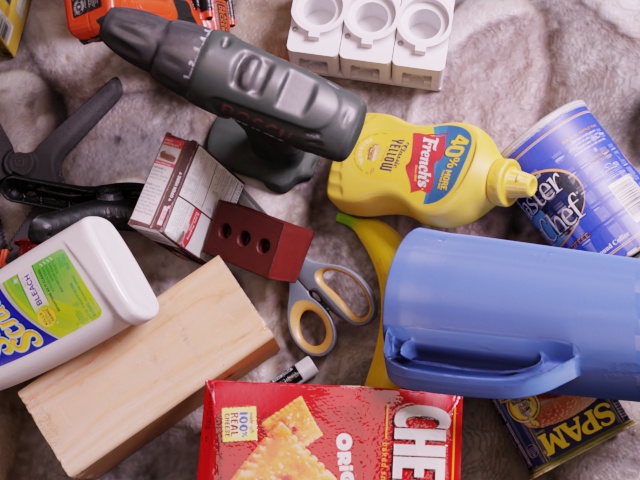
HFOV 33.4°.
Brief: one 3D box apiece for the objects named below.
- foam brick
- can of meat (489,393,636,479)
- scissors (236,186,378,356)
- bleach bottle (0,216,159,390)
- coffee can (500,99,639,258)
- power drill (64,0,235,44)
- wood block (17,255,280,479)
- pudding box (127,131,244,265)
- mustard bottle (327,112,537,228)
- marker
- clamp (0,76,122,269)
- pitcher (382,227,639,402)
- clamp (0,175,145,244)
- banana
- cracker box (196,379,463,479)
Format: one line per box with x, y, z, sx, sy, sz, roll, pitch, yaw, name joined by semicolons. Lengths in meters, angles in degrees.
-0.056;0.001;0.967;0.078;0.051;0.053;20;93;30;foam brick
0.208;0.148;0.934;0.102;0.057;0.084;-27;74;-4;can of meat
-0.035;0.030;0.993;0.202;0.016;0.096;34;101;25;scissors
-0.265;0.084;0.894;0.251;0.068;0.102;-32;83;10;bleach bottle
0.235;-0.040;0.954;0.102;0.103;0.140;-34;77;-5;coffee can
-0.153;-0.236;0.986;0.057;0.187;0.184;-16;78;34;power drill
-0.146;0.115;0.943;0.206;0.091;0.090;-34;78;-6;wood block
-0.118;-0.034;0.965;0.039;0.113;0.090;16;79;21;pudding box
0.102;-0.059;0.945;0.192;0.058;0.096;11;68;37;mustard bottle
-0.056;0.145;0.967;0.121;0.020;0.020;-33;77;-5;marker
-0.295;-0.078;1.023;0.164;0.036;0.210;14;80;-1;clamp
0.176;0.070;0.865;0.243;0.144;0.149;5;75;30;pitcher
-0.206;-0.034;0.982;0.120;0.171;0.039;41;124;43;clamp
0.060;0.063;0.975;0.070;0.037;0.198;-15;72;26;banana
0.006;0.203;0.868;0.214;0.072;0.164;2;72;6;cracker box
